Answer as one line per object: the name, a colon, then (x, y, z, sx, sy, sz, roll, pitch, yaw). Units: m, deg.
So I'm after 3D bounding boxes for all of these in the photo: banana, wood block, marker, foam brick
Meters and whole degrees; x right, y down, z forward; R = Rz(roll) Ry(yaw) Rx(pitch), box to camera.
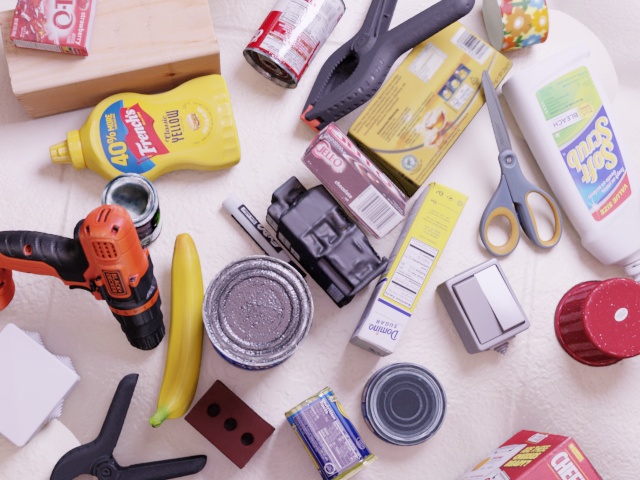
banana: (-0.138, 0.094, 1.070, 0.037, 0.069, 0.198, 3, 72, 3)
wood block: (-0.213, -0.199, 1.098, 0.206, 0.091, 0.090, -12, 81, -6)
marker: (-0.057, 0.001, 1.114, 0.020, 0.020, 0.121, -41, 86, -9)
foam brick: (-0.090, 0.184, 1.068, 0.078, 0.051, 0.053, 40, 81, 2)

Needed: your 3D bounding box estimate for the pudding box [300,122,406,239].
pudding box: (0.034, -0.061, 1.050, 0.039, 0.090, 0.113, -41, 98, 15)

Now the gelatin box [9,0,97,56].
gelatin box: (-0.257, -0.229, 1.037, 0.073, 0.030, 0.089, 8, 80, -2)

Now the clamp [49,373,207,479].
clamp: (-0.213, 0.216, 1.061, 0.171, 0.039, 0.120, -31, 83, -8)

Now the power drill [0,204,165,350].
power drill: (-0.251, 0.039, 1.045, 0.188, 0.184, 0.057, 0, 43, 10)

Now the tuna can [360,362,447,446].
tuna can: (0.085, 0.167, 1.091, 0.086, 0.034, 0.086, 1, 81, -4)

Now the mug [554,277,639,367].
mug: (0.308, 0.086, 1.095, 0.117, 0.081, 0.093, 20, 80, -1)

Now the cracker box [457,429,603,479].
cracker box: (0.152, 0.273, 1.014, 0.213, 0.164, 0.072, -36, 87, -8)

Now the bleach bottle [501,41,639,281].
bleach bottle: (0.291, -0.077, 1.130, 0.102, 0.068, 0.251, -27, 86, -7)

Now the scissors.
scissors: (0.182, -0.067, 1.111, 0.096, 0.016, 0.201, -33, 106, 3)

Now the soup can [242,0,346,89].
soup can: (-0.027, -0.221, 1.126, 0.068, 0.068, 0.102, 32, 80, 1)

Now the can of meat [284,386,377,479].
can of meat: (0.007, 0.192, 1.049, 0.057, 0.102, 0.084, -32, 83, -7)

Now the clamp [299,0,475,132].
clamp: (0.053, -0.205, 1.120, 0.210, 0.165, 0.036, -45, 124, 9)

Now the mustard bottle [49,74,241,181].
mustard bottle: (-0.183, -0.107, 1.103, 0.191, 0.058, 0.096, -12, 87, -5)

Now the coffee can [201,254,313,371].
coffee can: (-0.062, 0.074, 1.041, 0.102, 0.140, 0.103, 1, 81, -4)

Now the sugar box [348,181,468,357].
sugar box: (0.088, 0.031, 1.083, 0.048, 0.093, 0.176, 24, 81, 0)
